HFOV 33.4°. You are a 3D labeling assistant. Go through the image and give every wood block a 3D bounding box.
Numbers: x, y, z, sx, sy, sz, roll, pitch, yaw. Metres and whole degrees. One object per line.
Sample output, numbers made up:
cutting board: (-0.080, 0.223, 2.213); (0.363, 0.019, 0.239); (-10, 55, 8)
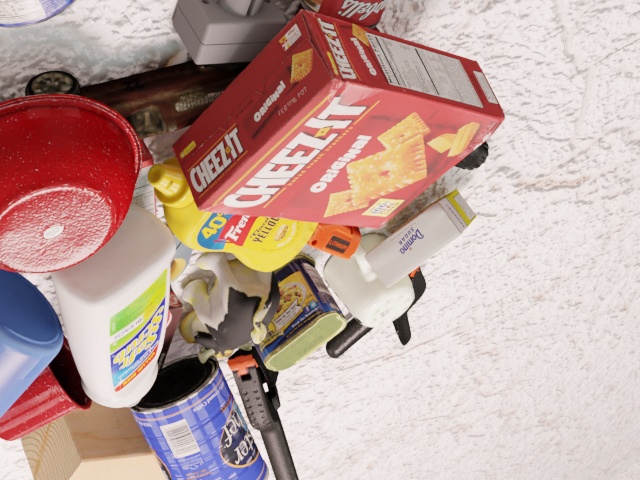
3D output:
wood block: (-0.211, 0.226, 1.186); (0.205, 0.090, 0.091); (4, 135, -45)

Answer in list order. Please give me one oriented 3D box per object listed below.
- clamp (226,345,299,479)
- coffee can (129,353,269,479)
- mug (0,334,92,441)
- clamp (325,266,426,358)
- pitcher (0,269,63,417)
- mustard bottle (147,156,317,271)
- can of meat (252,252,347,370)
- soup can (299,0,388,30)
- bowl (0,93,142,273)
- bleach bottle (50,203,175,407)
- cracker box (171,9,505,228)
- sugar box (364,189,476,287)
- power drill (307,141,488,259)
clamp: (-0.061, 0.185, 1.174); (0.036, 0.164, 0.210); (-15, 155, 2)
coffee can: (-0.126, 0.204, 1.110); (0.102, 0.103, 0.140); (-26, 110, -9)
mug: (-0.272, 0.133, 1.007); (0.081, 0.093, 0.117); (-28, -173, 3)
clamp: (0.087, 0.080, 1.289); (0.120, 0.039, 0.172); (-5, 141, -40)
pitcher: (-0.340, 0.125, 0.895); (0.243, 0.145, 0.149); (-44, 163, 14)
mustard bottle: (-0.079, -0.033, 0.916); (0.096, 0.058, 0.191); (-51, 146, 12)
can of meat: (-0.033, 0.077, 1.130); (0.102, 0.084, 0.057); (-38, 149, 12)
soup can: (0.030, -0.212, 0.770); (0.068, 0.068, 0.102); (-10, 143, -33)
bowl: (-0.198, -0.026, 0.764); (0.162, 0.055, 0.162); (-18, 145, -14)
bleach bottle: (-0.174, 0.078, 0.947); (0.102, 0.068, 0.251); (-42, 159, -26)
cracker box: (0.019, -0.083, 0.838); (0.213, 0.072, 0.164); (4, 144, -47)
sugar box: (0.106, -0.006, 1.096); (0.093, 0.048, 0.176); (-37, 175, 14)
power drill: (0.068, -0.062, 1.043); (0.188, 0.057, 0.184); (-42, 151, 15)
